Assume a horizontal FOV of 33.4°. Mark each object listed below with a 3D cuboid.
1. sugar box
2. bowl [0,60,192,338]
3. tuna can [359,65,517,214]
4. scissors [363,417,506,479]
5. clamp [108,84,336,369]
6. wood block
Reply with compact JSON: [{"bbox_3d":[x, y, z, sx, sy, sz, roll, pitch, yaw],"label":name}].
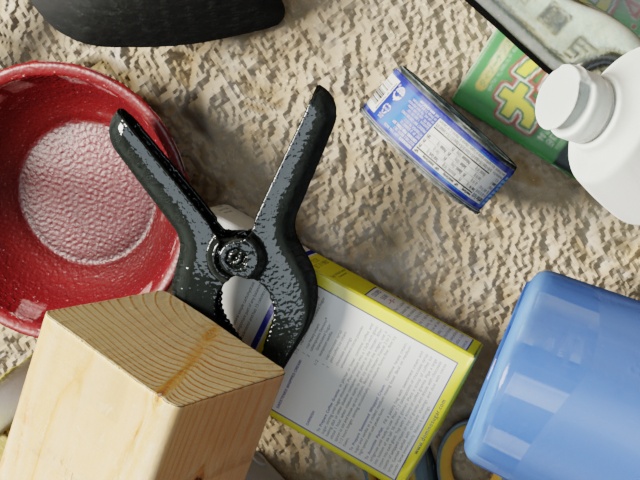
[{"bbox_3d":[-0.006,0.059,0.618,0.176,0.048,0.093,30,103,13],"label":"sugar box"},{"bbox_3d":[-0.147,-0.025,0.629,0.162,0.055,0.162,2,100,9],"label":"bowl"},{"bbox_3d":[0.064,-0.055,0.573,0.086,0.086,0.034,41,102,0],"label":"tuna can"},{"bbox_3d":[0.086,0.191,0.648,0.096,0.016,0.202,-20,96,13],"label":"scissors"},{"bbox_3d":[-0.054,0.001,0.574,0.120,0.039,0.171,4,99,10],"label":"clamp"},{"bbox_3d":[-0.107,0.141,0.544,0.090,0.090,0.206,30,109,26],"label":"wood block"}]
